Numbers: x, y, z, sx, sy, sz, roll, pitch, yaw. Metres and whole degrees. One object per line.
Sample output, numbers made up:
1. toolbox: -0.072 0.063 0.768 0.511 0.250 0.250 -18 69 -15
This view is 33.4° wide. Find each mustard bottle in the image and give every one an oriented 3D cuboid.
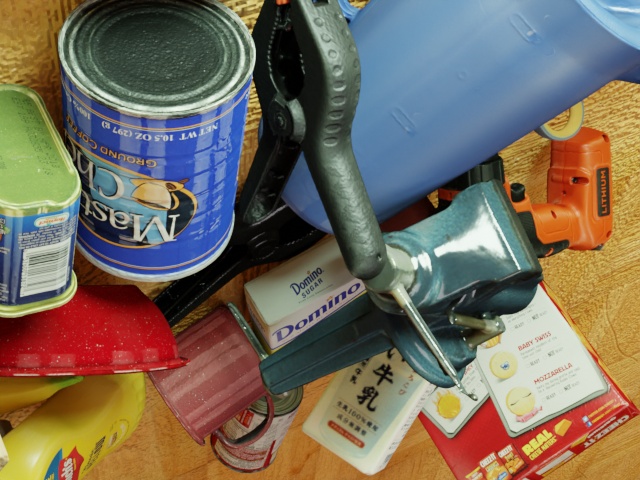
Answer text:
1. mustard bottle: -0.206 0.163 0.790 0.191 0.058 0.096 -42 162 -55

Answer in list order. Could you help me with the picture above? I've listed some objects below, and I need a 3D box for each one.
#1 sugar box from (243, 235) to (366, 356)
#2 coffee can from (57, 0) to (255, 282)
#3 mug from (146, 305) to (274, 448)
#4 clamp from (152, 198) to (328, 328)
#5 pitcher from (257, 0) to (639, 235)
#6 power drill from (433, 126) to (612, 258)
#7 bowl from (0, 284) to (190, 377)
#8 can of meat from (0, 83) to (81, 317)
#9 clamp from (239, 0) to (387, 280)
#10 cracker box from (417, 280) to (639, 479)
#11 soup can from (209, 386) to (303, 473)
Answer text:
1. sugar box: -0.010 0.062 0.891 0.093 0.048 0.176 -29 162 -10
2. coffee can: -0.094 -0.058 0.606 0.102 0.103 0.140 -18 147 -23
3. mug: -0.082 0.116 0.872 0.081 0.117 0.093 -35 -170 -5
4. clamp: -0.055 0.001 0.794 0.209 0.036 0.165 -21 154 -25
5. pitcher: 0.066 -0.110 0.634 0.144 0.149 0.243 8 147 -42
6. power drill: 0.164 -0.042 0.865 0.187 0.057 0.184 -17 110 -40
7. bowl: -0.168 0.058 0.712 0.162 0.055 0.162 -1 178 0
8. can of meat: -0.171 -0.024 0.590 0.057 0.102 0.084 -13 143 -29
9. clamp: -0.015 -0.068 0.605 0.039 0.120 0.171 -21 112 -41
10. cracker box: 0.161 0.115 0.984 0.164 0.214 0.072 -38 151 11
11. soup can: -0.060 0.163 0.999 0.068 0.068 0.102 -12 144 -30
